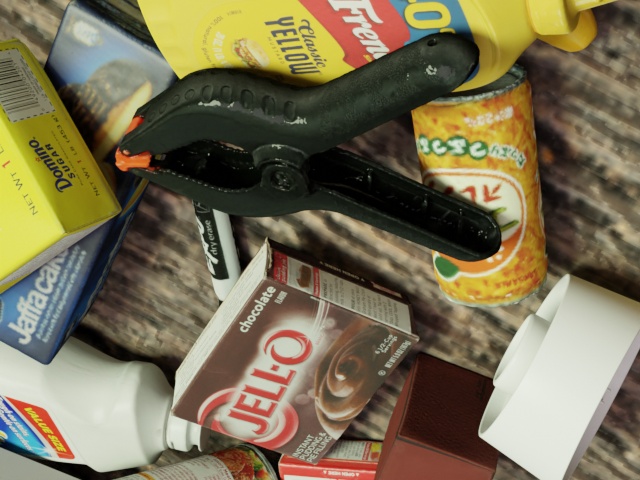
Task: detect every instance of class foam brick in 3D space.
[{"bbox_3d":[0.062,0.107,0.559,0.053,0.078,0.051,21,119,3],"label":"foam brick"}]

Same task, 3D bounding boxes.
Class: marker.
[{"bbox_3d":[-0.054,0.001,0.568,0.020,0.020,0.121,-3,116,16],"label":"marker"}]

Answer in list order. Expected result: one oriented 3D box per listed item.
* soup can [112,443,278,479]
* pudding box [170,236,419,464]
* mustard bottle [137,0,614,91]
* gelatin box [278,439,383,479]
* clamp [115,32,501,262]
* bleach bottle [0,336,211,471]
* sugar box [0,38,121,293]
[{"bbox_3d":[-0.079,0.159,0.601,0.069,0.102,0.068,17,111,53],"label":"soup can"},{"bbox_3d":[-0.016,0.062,0.565,0.090,0.039,0.114,22,122,-19],"label":"pudding box"},{"bbox_3d":[0.026,-0.098,0.431,0.192,0.058,0.096,0,145,25],"label":"mustard bottle"},{"bbox_3d":[0.017,0.159,0.627,0.073,0.030,0.089,2,119,13],"label":"gelatin box"},{"bbox_3d":[-0.007,-0.044,0.442,0.171,0.039,0.120,8,138,10],"label":"clamp"},{"bbox_3d":[-0.187,0.080,0.619,0.251,0.068,0.102,9,132,9],"label":"bleach bottle"},{"bbox_3d":[-0.183,-0.013,0.517,0.177,0.048,0.093,-30,89,34],"label":"sugar box"}]
